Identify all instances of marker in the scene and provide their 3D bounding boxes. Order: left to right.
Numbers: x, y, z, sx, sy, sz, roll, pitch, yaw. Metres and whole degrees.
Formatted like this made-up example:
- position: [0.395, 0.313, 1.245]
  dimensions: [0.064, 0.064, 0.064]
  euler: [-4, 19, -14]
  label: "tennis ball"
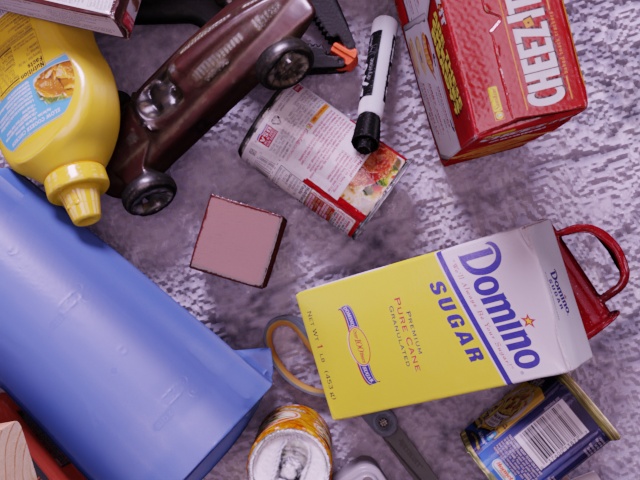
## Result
- position: [0.037, -0.106, 0.727]
  dimensions: [0.020, 0.020, 0.121]
  euler: [10, 54, 1]
  label: "marker"

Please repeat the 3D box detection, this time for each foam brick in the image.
- position: [-0.055, 0.001, 0.733]
  dimensions: [0.053, 0.078, 0.051]
  euler: [17, 90, -1]
  label: "foam brick"

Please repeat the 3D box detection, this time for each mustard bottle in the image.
- position: [-0.180, -0.099, 0.710]
  dimensions: [0.096, 0.058, 0.192]
  euler: [-29, 71, 28]
  label: "mustard bottle"

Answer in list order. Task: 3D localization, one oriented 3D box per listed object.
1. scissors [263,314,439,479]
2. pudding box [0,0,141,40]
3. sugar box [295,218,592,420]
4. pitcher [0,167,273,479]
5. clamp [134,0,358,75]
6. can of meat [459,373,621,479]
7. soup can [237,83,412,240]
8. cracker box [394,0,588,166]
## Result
- position: [0.051, 0.109, 0.761]
  dimensions: [0.202, 0.016, 0.096]
  euler: [37, 91, 1]
  label: "scissors"
- position: [-0.163, -0.184, 0.670]
  dimensions: [0.113, 0.039, 0.090]
  euler: [15, 84, 11]
  label: "pudding box"
- position: [0.075, 0.054, 0.688]
  dimensions: [0.177, 0.048, 0.093]
  euler: [-19, 87, 35]
  label: "sugar box"
- position: [-0.165, 0.074, 0.709]
  dimensions: [0.243, 0.149, 0.145]
  euler: [42, 113, 5]
  label: "pitcher"
- position: [-0.059, -0.189, 0.754]
  dimensions: [0.210, 0.036, 0.164]
  euler: [26, 91, 5]
  label: "clamp"
- position: [0.144, 0.130, 0.716]
  dimensions: [0.084, 0.102, 0.057]
  euler: [-39, 89, 3]
  label: "can of meat"
- position: [0.002, -0.056, 0.737]
  dimensions: [0.102, 0.068, 0.068]
  euler: [35, 90, 2]
  label: "soup can"
- position: [0.095, -0.138, 0.661]
  dimensions: [0.072, 0.213, 0.164]
  euler: [-15, 89, 1]
  label: "cracker box"
